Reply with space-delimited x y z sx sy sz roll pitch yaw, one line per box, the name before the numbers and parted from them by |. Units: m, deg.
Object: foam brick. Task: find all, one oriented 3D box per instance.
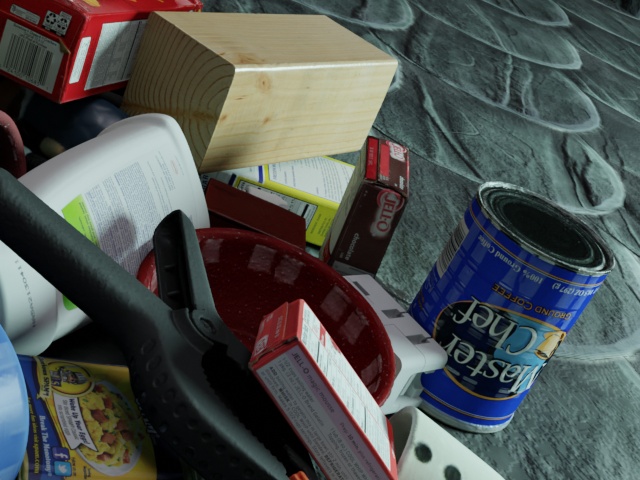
foam brick | -0.055 0.001 0.747 0.078 0.051 0.053 23 25 -9

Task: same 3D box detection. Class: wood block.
wood block | -0.043 -0.120 0.837 0.091 0.090 0.205 38 29 26

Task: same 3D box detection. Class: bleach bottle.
bleach bottle | -0.146 -0.003 0.598 0.250 0.068 0.102 -39 113 -67

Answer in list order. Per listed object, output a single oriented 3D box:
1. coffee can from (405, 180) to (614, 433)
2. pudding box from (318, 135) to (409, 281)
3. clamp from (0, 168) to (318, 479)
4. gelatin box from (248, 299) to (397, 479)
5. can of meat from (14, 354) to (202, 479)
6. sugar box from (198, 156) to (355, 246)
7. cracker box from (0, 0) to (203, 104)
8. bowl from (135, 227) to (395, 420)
coffee can | 0.119 0.046 0.728 0.102 0.140 0.103 22 26 -12
pudding box | 0.029 -0.009 0.775 0.039 0.114 0.090 21 26 -5
clamp | -0.065 0.049 0.525 0.210 0.036 0.164 50 17 16
gelatin box | 0.001 0.078 0.521 0.089 0.030 0.073 55 7 -9
can of meat | -0.111 0.101 0.503 0.083 0.057 0.102 11 31 -28
sugar box | -0.034 -0.045 0.860 0.176 0.048 0.093 16 27 -14
cracker box | -0.204 -0.178 0.798 0.164 0.072 0.213 26 20 8
bowl | -0.039 0.065 0.627 0.162 0.055 0.162 19 34 -14
